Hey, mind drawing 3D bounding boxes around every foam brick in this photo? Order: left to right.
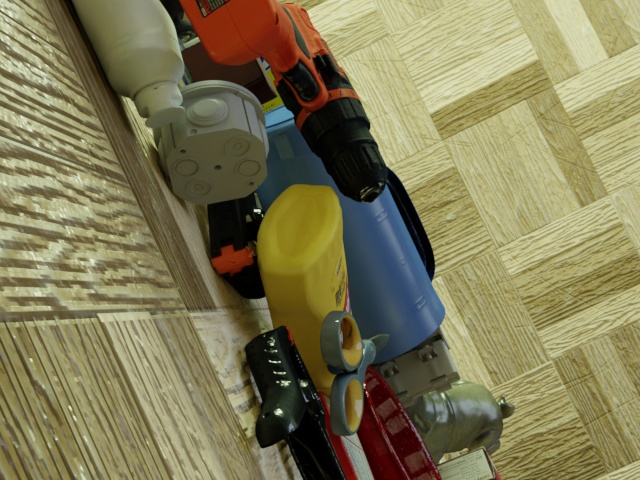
[{"bbox_3d":[-0.073,-0.135,0.866,0.051,0.053,0.078,64,3,5],"label":"foam brick"}]

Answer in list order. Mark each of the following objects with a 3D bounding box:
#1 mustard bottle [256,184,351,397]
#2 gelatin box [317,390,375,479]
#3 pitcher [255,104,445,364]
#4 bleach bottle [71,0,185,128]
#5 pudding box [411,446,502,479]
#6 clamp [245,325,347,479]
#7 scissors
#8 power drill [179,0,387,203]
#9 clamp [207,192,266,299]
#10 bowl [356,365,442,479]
[{"bbox_3d":[-0.005,0.057,0.815,0.096,0.058,0.191,-75,163,-45],"label":"mustard bottle"},{"bbox_3d":[0.011,0.158,0.792,0.073,0.030,0.089,67,6,25],"label":"gelatin box"},{"bbox_3d":[0.022,-0.016,1.007,0.149,0.145,0.243,-100,168,-74],"label":"pitcher"},{"bbox_3d":[-0.150,-0.194,0.714,0.102,0.068,0.251,43,24,-77],"label":"bleach bottle"},{"bbox_3d":[0.116,0.242,0.992,0.090,0.113,0.039,59,9,-50],"label":"pudding box"},{"bbox_3d":[-0.020,0.105,0.676,0.171,0.039,0.120,-118,-177,-49],"label":"clamp"},{"bbox_3d":[0.031,0.103,0.804,0.201,0.016,0.096,43,46,-69],"label":"scissors"},{"bbox_3d":[-0.026,-0.124,0.757,0.184,0.057,0.187,62,11,26],"label":"power drill"},{"bbox_3d":[-0.056,0.001,0.856,0.210,0.036,0.164,-92,162,-71],"label":"clamp"},{"bbox_3d":[0.053,0.187,0.897,0.162,0.055,0.162,57,9,-14],"label":"bowl"}]
